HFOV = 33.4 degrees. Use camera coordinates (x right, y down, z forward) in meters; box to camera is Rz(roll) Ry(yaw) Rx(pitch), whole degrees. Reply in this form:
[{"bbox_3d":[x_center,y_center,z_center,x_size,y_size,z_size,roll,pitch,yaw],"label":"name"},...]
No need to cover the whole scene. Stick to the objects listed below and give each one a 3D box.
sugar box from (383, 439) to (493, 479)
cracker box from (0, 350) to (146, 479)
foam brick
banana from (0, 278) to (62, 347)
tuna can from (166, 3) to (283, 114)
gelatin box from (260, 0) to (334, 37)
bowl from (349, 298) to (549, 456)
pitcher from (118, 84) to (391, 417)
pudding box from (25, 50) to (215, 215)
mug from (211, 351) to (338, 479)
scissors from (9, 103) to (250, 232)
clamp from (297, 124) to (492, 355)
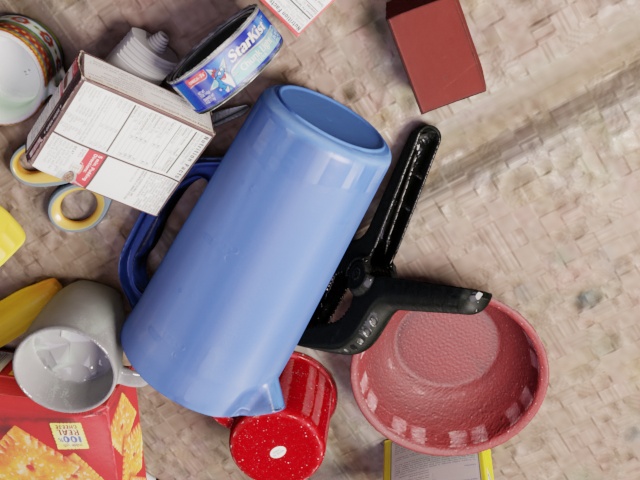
[{"bbox_3d":[0.100,0.223,0.885,0.093,0.176,0.048,-15,115,12],"label":"sugar box"},{"bbox_3d":[-0.243,0.208,0.957,0.164,0.072,0.214,5,117,12],"label":"cracker box"},{"bbox_3d":[0.083,-0.141,0.771,0.051,0.053,0.078,-18,114,13],"label":"foam brick"},{"bbox_3d":[-0.311,0.084,0.896,0.197,0.037,0.070,-19,160,-21],"label":"banana"},{"bbox_3d":[-0.068,-0.131,0.771,0.086,0.086,0.033,-34,111,20],"label":"tuna can"},{"bbox_3d":[-0.012,-0.203,0.761,0.073,0.030,0.089,42,113,-17],"label":"gelatin box"},{"bbox_3d":[0.106,0.099,0.890,0.162,0.055,0.162,2,117,4],"label":"bowl"},{"bbox_3d":[-0.055,0.001,0.823,0.149,0.145,0.243,22,114,-20],"label":"pitcher"},{"bbox_3d":[-0.148,-0.076,0.790,0.113,0.039,0.090,22,122,-32],"label":"pudding box"},{"bbox_3d":[-0.044,0.150,0.914,0.117,0.081,0.093,23,117,-7],"label":"mug"},{"bbox_3d":[-0.148,-0.056,0.856,0.202,0.016,0.096,-4,118,7],"label":"scissors"},{"bbox_3d":[0.043,0.018,0.835,0.036,0.164,0.210,17,143,-34],"label":"clamp"}]
